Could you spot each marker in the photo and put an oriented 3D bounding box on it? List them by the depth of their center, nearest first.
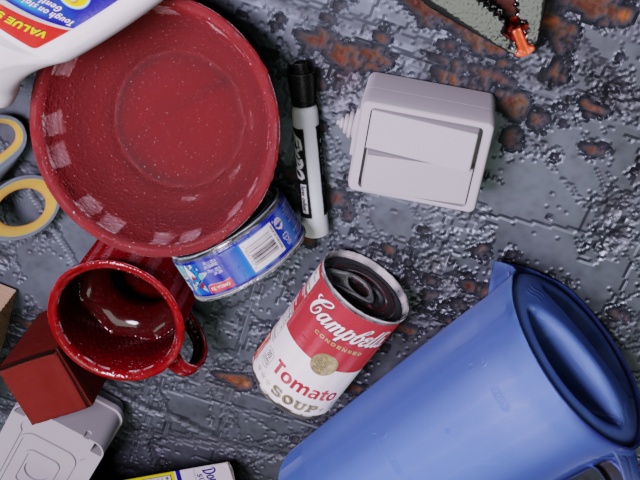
[{"bbox_3d":[-0.008,-0.059,0.697,0.020,0.020,0.121,0,118,9],"label":"marker"}]

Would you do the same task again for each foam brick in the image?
[{"bbox_3d":[-0.185,0.085,0.772,0.051,0.078,0.053,-19,111,19],"label":"foam brick"}]

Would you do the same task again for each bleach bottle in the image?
[{"bbox_3d":[-0.137,-0.150,0.601,0.251,0.068,0.102,-38,110,19],"label":"bleach bottle"}]

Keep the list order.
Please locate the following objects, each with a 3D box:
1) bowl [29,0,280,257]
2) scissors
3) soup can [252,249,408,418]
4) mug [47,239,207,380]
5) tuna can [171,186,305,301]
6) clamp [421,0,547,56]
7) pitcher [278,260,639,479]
[{"bbox_3d":[-0.097,-0.073,0.671,0.162,0.055,0.162,2,102,11],"label":"bowl"},{"bbox_3d":[-0.259,0.004,0.725,0.096,0.016,0.202,40,88,-28],"label":"scissors"},{"bbox_3d":[0.005,0.065,0.735,0.068,0.068,0.102,31,119,-8],"label":"soup can"},{"bbox_3d":[-0.120,0.044,0.736,0.093,0.081,0.117,-38,106,25],"label":"mug"},{"bbox_3d":[-0.055,0.001,0.700,0.086,0.086,0.033,-24,110,20],"label":"tuna can"},{"bbox_3d":[0.065,-0.196,0.601,0.165,0.036,0.210,-16,115,17],"label":"clamp"},{"bbox_3d":[0.090,0.143,0.723,0.145,0.149,0.243,42,120,-15],"label":"pitcher"}]
